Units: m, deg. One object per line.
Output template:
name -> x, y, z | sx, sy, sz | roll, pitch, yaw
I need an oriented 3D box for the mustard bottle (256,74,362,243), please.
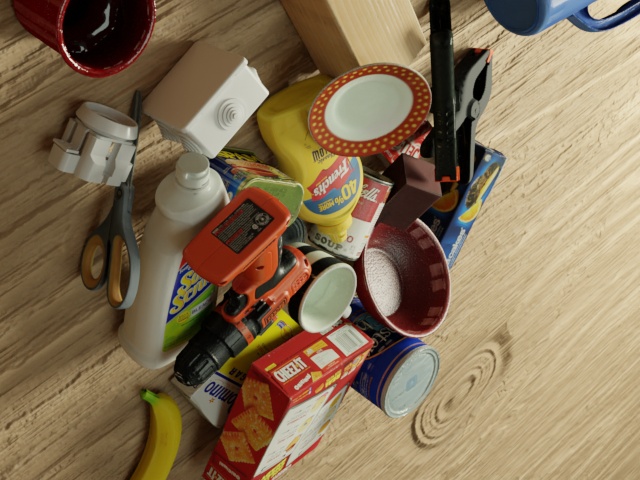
mustard bottle -> -0.002, -0.077, 1.162 | 0.096, 0.058, 0.191 | -34, 129, -23

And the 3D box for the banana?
banana -> -0.199, 0.249, 1.228 | 0.069, 0.037, 0.198 | 4, 113, -31

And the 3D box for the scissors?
scissors -> -0.198, -0.035, 1.014 | 0.016, 0.096, 0.202 | 4, 82, -44

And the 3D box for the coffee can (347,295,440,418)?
coffee can -> 0.068, 0.147, 1.367 | 0.102, 0.140, 0.103 | -29, 136, -33

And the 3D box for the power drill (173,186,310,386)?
power drill -> -0.084, 0.045, 1.038 | 0.184, 0.057, 0.188 | -48, 161, -21

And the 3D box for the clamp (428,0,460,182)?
clamp -> 0.140, -0.169, 1.214 | 0.164, 0.036, 0.210 | -80, 166, -57

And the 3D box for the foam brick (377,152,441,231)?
foam brick -> 0.100, -0.058, 1.281 | 0.052, 0.051, 0.078 | 19, 138, -26

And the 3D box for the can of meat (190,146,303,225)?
can of meat -> -0.078, -0.054, 1.094 | 0.101, 0.084, 0.057 | 4, 113, -50

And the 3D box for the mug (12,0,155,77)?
mug -> -0.191, -0.199, 0.855 | 0.093, 0.082, 0.117 | -12, 125, -44

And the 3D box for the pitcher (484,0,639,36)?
pitcher -> 0.317, -0.337, 1.301 | 0.242, 0.149, 0.145 | -34, 157, -23

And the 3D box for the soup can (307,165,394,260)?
soup can -> 0.034, -0.036, 1.253 | 0.068, 0.069, 0.102 | 10, 109, -52

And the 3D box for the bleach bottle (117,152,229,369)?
bleach bottle -> -0.141, 0.017, 1.038 | 0.102, 0.068, 0.251 | -32, 152, -34

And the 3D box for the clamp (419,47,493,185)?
clamp -> 0.171, -0.159, 1.314 | 0.120, 0.039, 0.171 | 12, 89, -61

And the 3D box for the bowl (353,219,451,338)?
bowl -> 0.092, 0.047, 1.337 | 0.161, 0.055, 0.162 | 16, 66, -40

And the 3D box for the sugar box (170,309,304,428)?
sugar box -> -0.087, 0.132, 1.257 | 0.176, 0.048, 0.093 | -49, 145, -14

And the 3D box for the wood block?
wood block -> 0.020, -0.247, 1.059 | 0.090, 0.090, 0.206 | -49, 143, -11

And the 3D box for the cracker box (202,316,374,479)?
cracker box -> -0.042, 0.203, 1.285 | 0.163, 0.072, 0.214 | -29, 152, -46

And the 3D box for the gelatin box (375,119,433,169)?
gelatin box -> 0.097, -0.126, 1.290 | 0.073, 0.030, 0.089 | -54, 144, -5
